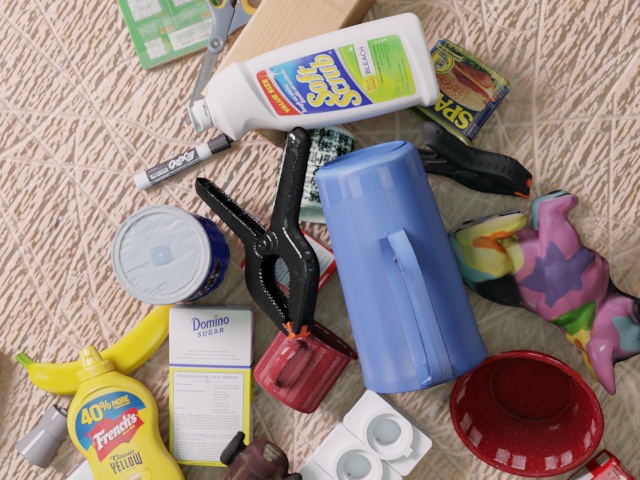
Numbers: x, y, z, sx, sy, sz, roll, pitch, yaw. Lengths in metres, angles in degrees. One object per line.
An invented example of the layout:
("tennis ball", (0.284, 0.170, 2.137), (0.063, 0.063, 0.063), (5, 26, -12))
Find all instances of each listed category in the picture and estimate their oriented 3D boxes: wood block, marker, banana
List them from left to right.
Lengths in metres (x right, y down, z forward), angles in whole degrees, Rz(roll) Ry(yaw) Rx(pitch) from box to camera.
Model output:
("banana", (-0.247, 0.130, 1.204), (0.198, 0.037, 0.069), (-19, 88, 3))
("marker", (-0.155, -0.091, 1.212), (0.121, 0.020, 0.020), (-26, 87, 3))
("wood block", (-0.031, -0.216, 1.173), (0.091, 0.090, 0.206), (34, 91, 5))

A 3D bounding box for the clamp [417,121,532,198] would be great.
("clamp", (0.156, -0.084, 1.142), (0.171, 0.120, 0.039), (12, 82, -11))

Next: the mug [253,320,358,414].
("mug", (-0.023, 0.133, 1.152), (0.093, 0.117, 0.081), (36, 96, 17))

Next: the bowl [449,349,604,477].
("bowl", (0.222, 0.174, 1.143), (0.162, 0.055, 0.162), (8, 120, 15))

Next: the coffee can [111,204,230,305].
("coffee can", (-0.158, 0.017, 1.149), (0.103, 0.140, 0.103), (0, 88, 4))

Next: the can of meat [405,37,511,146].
("can of meat", (0.147, -0.162, 1.177), (0.102, 0.057, 0.084), (37, 89, 4))

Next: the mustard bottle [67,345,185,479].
("mustard bottle", (-0.219, 0.206, 1.152), (0.096, 0.058, 0.191), (-21, 85, -5))

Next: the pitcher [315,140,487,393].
("pitcher", (0.080, 0.028, 1.091), (0.149, 0.144, 0.243), (-8, 104, 42))

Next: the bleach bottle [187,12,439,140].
("bleach bottle", (-0.011, -0.154, 1.098), (0.250, 0.068, 0.102), (-18, 103, -6))

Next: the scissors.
("scissors", (-0.097, -0.226, 1.202), (0.096, 0.016, 0.202), (4, 85, -4))

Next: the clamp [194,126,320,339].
("clamp", (-0.057, 0.001, 1.116), (0.165, 0.036, 0.210), (-14, 86, 40))

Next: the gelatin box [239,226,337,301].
("gelatin box", (-0.033, 0.026, 1.181), (0.089, 0.030, 0.073), (36, 59, 4))

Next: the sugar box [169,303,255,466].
("sugar box", (-0.120, 0.160, 1.184), (0.093, 0.048, 0.176), (2, 93, 3))
